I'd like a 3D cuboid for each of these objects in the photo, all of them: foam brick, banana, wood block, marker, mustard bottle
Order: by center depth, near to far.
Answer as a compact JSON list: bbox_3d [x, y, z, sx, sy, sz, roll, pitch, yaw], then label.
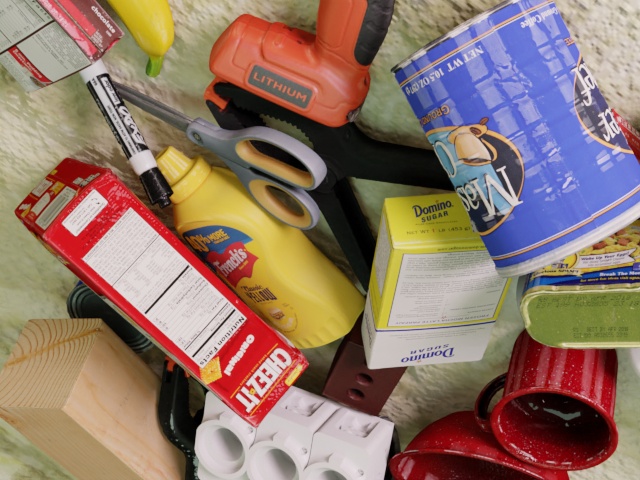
[{"bbox_3d":[-0.158,-0.189,0.702,0.070,0.037,0.197,-23,119,36],"label":"banana"},{"bbox_3d":[-0.140,-0.078,0.771,0.020,0.020,0.121,-32,85,39],"label":"marker"},{"bbox_3d":[-0.056,0.001,0.817,0.191,0.058,0.096,47,149,-20],"label":"mustard bottle"},{"bbox_3d":[0.041,0.095,0.870,0.053,0.051,0.078,23,135,0],"label":"foam brick"},{"bbox_3d":[-0.190,0.163,0.966,0.091,0.090,0.206,-3,142,30],"label":"wood block"}]

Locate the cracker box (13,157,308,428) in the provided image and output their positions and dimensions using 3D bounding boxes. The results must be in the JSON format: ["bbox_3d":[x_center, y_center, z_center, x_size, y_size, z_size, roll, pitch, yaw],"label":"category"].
[{"bbox_3d":[-0.125,0.034,0.817,0.213,0.072,0.164,45,169,-21],"label":"cracker box"}]

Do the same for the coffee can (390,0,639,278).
[{"bbox_3d":[0.119,-0.063,0.627,0.103,0.102,0.140,-27,93,37],"label":"coffee can"}]

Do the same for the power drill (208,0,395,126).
[{"bbox_3d":[-0.008,-0.170,0.644,0.184,0.057,0.188,25,135,-2],"label":"power drill"}]

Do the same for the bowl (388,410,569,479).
[{"bbox_3d":[0.142,0.187,0.895,0.162,0.055,0.162,15,151,8],"label":"bowl"}]

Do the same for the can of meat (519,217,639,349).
[{"bbox_3d":[0.182,0.022,0.680,0.102,0.083,0.057,-4,129,26],"label":"can of meat"}]

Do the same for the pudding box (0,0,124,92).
[{"bbox_3d":[-0.197,-0.153,0.728,0.114,0.039,0.090,-9,128,51],"label":"pudding box"}]

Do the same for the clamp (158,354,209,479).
[{"bbox_3d":[-0.106,0.181,0.971,0.039,0.120,0.171,0,129,47],"label":"clamp"}]

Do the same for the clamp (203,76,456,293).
[{"bbox_3d":[0.016,-0.057,0.752,0.210,0.036,0.165,40,135,-12],"label":"clamp"}]

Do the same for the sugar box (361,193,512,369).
[{"bbox_3d":[0.083,0.032,0.757,0.093,0.048,0.176,-4,150,-7],"label":"sugar box"}]

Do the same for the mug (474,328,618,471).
[{"bbox_3d":[0.172,0.117,0.817,0.117,0.081,0.093,-20,121,34],"label":"mug"}]

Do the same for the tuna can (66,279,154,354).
[{"bbox_3d":[-0.177,0.059,0.937,0.086,0.033,0.086,12,134,12],"label":"tuna can"}]

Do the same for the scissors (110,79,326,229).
[{"bbox_3d":[-0.073,-0.061,0.763,0.202,0.016,0.096,19,145,36],"label":"scissors"}]
